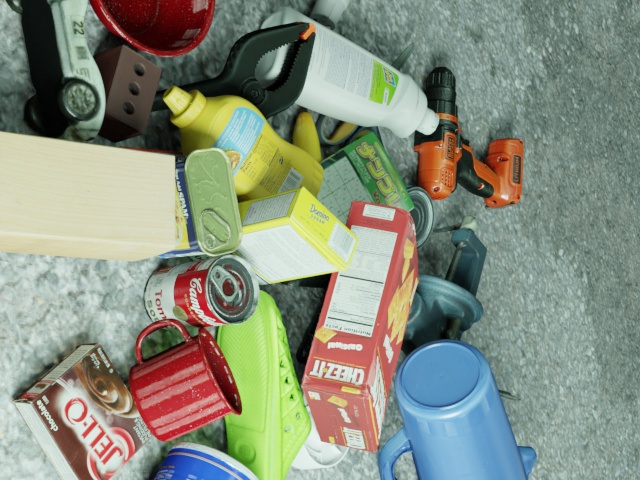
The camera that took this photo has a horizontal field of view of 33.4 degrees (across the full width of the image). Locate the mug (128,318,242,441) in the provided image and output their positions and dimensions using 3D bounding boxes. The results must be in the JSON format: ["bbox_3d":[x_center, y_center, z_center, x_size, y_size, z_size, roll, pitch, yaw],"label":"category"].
[{"bbox_3d":[-0.136,0.131,1.025,0.093,0.081,0.117,-98,162,-78],"label":"mug"}]

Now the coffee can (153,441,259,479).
[{"bbox_3d":[-0.128,0.277,1.010,0.102,0.103,0.140,48,52,-29],"label":"coffee can"}]

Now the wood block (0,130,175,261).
[{"bbox_3d":[-0.239,-0.037,0.943,0.205,0.090,0.091,5,78,-36],"label":"wood block"}]

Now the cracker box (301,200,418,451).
[{"bbox_3d":[0.048,0.092,1.117,0.164,0.072,0.213,76,26,-60],"label":"cracker box"}]

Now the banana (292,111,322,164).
[{"bbox_3d":[-0.003,-0.052,1.256,0.069,0.037,0.198,-49,124,-71],"label":"banana"}]

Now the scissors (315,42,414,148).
[{"bbox_3d":[0.073,-0.163,1.339,0.201,0.016,0.096,-38,108,-30],"label":"scissors"}]

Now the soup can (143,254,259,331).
[{"bbox_3d":[-0.120,0.054,1.062,0.068,0.102,0.068,11,75,-45],"label":"soup can"}]

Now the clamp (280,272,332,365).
[{"bbox_3d":[0.016,0.049,1.225,0.171,0.039,0.120,-47,140,-35],"label":"clamp"}]

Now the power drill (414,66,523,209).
[{"bbox_3d":[0.204,-0.130,1.470,0.187,0.057,0.184,17,74,-40],"label":"power drill"}]

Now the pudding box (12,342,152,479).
[{"bbox_3d":[-0.217,0.165,0.985,0.089,0.039,0.113,-45,114,-41],"label":"pudding box"}]

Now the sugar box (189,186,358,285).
[{"bbox_3d":[-0.057,0.001,1.084,0.093,0.177,0.048,43,56,-33],"label":"sugar box"}]

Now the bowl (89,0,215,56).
[{"bbox_3d":[-0.185,-0.260,1.089,0.161,0.055,0.162,11,75,-45],"label":"bowl"}]

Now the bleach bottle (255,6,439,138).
[{"bbox_3d":[0.039,-0.179,1.268,0.250,0.068,0.102,23,67,-31],"label":"bleach bottle"}]

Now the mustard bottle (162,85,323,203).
[{"bbox_3d":[-0.086,-0.092,1.098,0.191,0.058,0.096,41,68,-29],"label":"mustard bottle"}]

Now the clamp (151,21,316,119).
[{"bbox_3d":[-0.087,-0.160,1.135,0.164,0.036,0.210,38,85,-32],"label":"clamp"}]

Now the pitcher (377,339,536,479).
[{"bbox_3d":[0.151,0.230,1.235,0.149,0.145,0.243,-56,144,-31],"label":"pitcher"}]

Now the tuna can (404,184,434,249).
[{"bbox_3d":[0.105,-0.028,1.348,0.085,0.034,0.086,-10,104,-44],"label":"tuna can"}]

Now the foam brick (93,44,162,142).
[{"bbox_3d":[-0.199,-0.145,1.055,0.052,0.051,0.078,29,62,-40],"label":"foam brick"}]

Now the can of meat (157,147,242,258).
[{"bbox_3d":[-0.129,-0.034,1.038,0.057,0.084,0.102,-14,96,-47],"label":"can of meat"}]
